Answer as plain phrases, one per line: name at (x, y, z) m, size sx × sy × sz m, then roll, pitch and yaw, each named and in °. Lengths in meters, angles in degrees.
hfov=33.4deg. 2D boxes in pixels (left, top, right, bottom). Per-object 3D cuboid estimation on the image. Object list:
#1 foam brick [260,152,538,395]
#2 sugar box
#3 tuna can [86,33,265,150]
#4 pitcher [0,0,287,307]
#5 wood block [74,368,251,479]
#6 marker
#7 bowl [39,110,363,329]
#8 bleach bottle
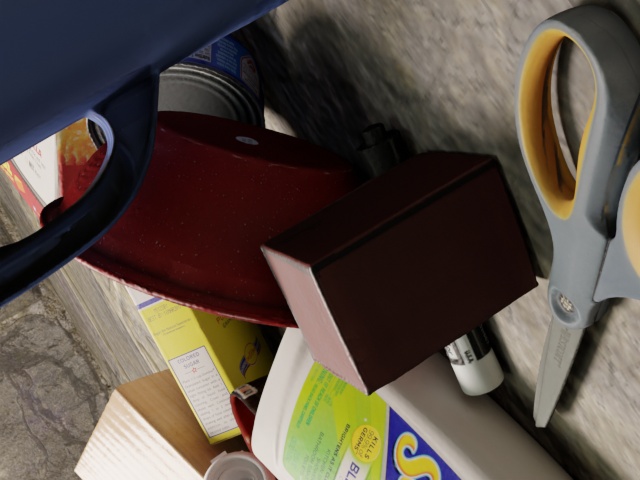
foam brick at (0.028, 0.009, 0.385) m, size 0.051 × 0.078 × 0.053 m, roll 64°, pitch 164°, yaw -17°
sugar box at (-0.091, 0.049, 0.779) m, size 0.176 × 0.048 × 0.093 m, roll 65°, pitch -163°, yaw -11°
tuna can at (-0.069, -0.066, 0.521) m, size 0.086 × 0.086 × 0.034 m, roll 84°, pitch -177°, yaw -53°
pitcher at (-0.122, -0.080, 0.383) m, size 0.145 × 0.242 × 0.149 m, roll 47°, pitch 159°, yaw 38°
wood block at (-0.072, 0.196, 0.790) m, size 0.206 × 0.090 × 0.091 m, roll 39°, pitch 115°, yaw 22°
marker at (0.045, 0.008, 0.435) m, size 0.121 × 0.020 × 0.020 m, roll 65°, pitch 162°, yaw -16°
bowl at (-0.036, -0.018, 0.465) m, size 0.162 × 0.161 × 0.055 m, roll 35°, pitch 113°, yaw 55°
bleach bottle at (0.073, 0.122, 0.446) m, size 0.251 × 0.067 × 0.103 m, roll 36°, pitch 114°, yaw 40°
